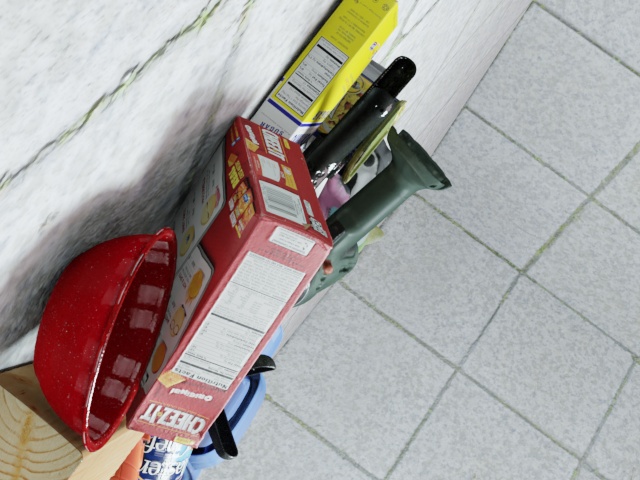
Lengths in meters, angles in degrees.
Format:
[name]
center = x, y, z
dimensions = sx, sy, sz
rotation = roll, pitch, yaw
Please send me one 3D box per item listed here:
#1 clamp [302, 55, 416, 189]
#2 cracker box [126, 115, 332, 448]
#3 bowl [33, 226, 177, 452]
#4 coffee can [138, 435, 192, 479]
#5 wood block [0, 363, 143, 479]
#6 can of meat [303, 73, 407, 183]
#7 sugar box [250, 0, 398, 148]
[clamp]
center = 0.007, -0.078, 0.961
dimensions = 0.210, 0.036, 0.164
rotation = -46, -176, 16
[cracker box]
center = -0.081, 0.032, 0.852
dimensions = 0.214, 0.072, 0.164
rotation = -56, -154, 22
[bowl]
center = -0.152, 0.060, 0.735
dimensions = 0.162, 0.055, 0.162
rotation = 19, 89, -85
[coffee can]
center = -0.182, 0.203, 1.142
dimensions = 0.102, 0.103, 0.140
rotation = -34, 146, -75
[wood block]
center = -0.207, 0.154, 0.823
dimensions = 0.091, 0.090, 0.206
rotation = -52, 175, 3
[can of meat]
center = 0.023, -0.122, 1.069
dimensions = 0.102, 0.084, 0.057
rotation = -51, 175, -24
[sugar box]
center = 0.001, -0.143, 0.947
dimensions = 0.176, 0.048, 0.093
rotation = -54, 175, 2
